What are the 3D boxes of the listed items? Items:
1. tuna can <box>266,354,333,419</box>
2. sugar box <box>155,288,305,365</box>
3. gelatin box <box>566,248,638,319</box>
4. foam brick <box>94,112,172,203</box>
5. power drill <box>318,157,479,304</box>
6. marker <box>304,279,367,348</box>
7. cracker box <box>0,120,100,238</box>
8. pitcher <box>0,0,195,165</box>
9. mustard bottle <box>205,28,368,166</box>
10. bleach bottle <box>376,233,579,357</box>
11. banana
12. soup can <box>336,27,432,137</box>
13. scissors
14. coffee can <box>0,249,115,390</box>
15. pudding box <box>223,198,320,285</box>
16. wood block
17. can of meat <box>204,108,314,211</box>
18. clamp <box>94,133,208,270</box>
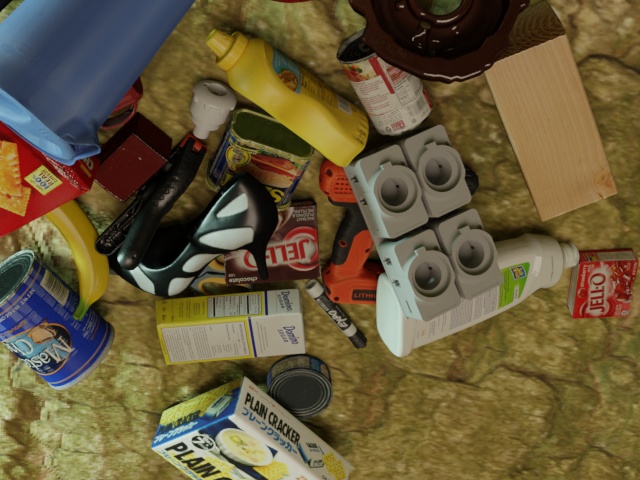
[{"bbox_3d":[-0.027,0.189,1.385,0.086,0.034,0.086,-2,124,-3],"label":"tuna can"},{"bbox_3d":[-0.108,0.105,1.306,0.176,0.048,0.093,-6,143,-2],"label":"sugar box"},{"bbox_3d":[0.348,0.055,1.319,0.073,0.030,0.089,-2,124,-2],"label":"gelatin box"},{"bbox_3d":[-0.209,-0.090,1.173,0.078,0.053,0.051,-40,118,21],"label":"foam brick"},{"bbox_3d":[0.080,-0.014,1.242,0.184,0.057,0.188,4,122,-9],"label":"power drill"},{"bbox_3d":[0.021,0.094,1.332,0.020,0.020,0.121,-30,121,16],"label":"marker"},{"bbox_3d":[-0.367,-0.082,1.113,0.214,0.072,0.164,-26,121,17],"label":"cracker box"},{"bbox_3d":[-0.220,-0.205,0.997,0.149,0.145,0.242,45,73,-29],"label":"pitcher"},{"bbox_3d":[-0.038,-0.157,1.111,0.191,0.096,0.058,34,116,-24],"label":"mustard bottle"},{"bbox_3d":[0.191,0.054,1.259,0.250,0.068,0.102,-15,128,-18],"label":"bleach bottle"},{"bbox_3d":[-0.290,-0.009,1.212,0.037,0.069,0.198,-8,112,54],"label":"banana"},{"bbox_3d":[0.069,-0.168,1.128,0.068,0.068,0.102,-24,122,12],"label":"soup can"},{"bbox_3d":[-0.169,0.025,1.276,0.201,0.016,0.096,17,120,-15],"label":"scissors"},{"bbox_3d":[-0.328,0.094,1.260,0.103,0.103,0.140,-31,120,17],"label":"coffee can"},{"bbox_3d":[-0.058,0.001,1.240,0.113,0.039,0.090,-4,108,0],"label":"pudding box"},{"bbox_3d":[0.240,-0.137,1.147,0.091,0.090,0.206,-22,123,11],"label":"wood block"},{"bbox_3d":[-0.065,-0.089,1.169,0.102,0.057,0.084,17,134,-14],"label":"can of meat"},{"bbox_3d":[-0.181,-0.039,1.164,0.039,0.120,0.171,36,91,-31],"label":"clamp"}]
